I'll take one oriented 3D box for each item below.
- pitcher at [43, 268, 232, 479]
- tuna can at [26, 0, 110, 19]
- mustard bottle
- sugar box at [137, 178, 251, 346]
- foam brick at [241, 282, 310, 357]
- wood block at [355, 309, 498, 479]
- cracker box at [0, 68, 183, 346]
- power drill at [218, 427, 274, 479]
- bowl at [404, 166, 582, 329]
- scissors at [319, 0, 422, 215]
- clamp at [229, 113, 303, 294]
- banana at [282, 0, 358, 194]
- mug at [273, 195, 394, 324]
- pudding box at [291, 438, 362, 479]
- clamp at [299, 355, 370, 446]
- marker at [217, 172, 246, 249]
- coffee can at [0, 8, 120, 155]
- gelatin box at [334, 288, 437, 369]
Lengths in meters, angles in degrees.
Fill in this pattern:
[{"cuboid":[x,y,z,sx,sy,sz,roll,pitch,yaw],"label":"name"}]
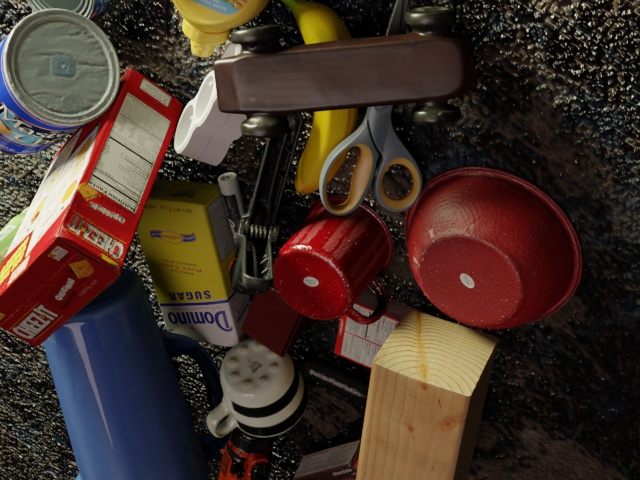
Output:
[{"cuboid":[-0.194,0.150,1.087,0.145,0.149,0.243,1,118,25],"label":"pitcher"},{"cuboid":[-0.229,-0.236,0.959,0.086,0.033,0.086,16,129,21],"label":"tuna can"},{"cuboid":[-0.079,-0.230,0.855,0.096,0.058,0.192,28,132,10],"label":"mustard bottle"},{"cuboid":[-0.128,0.024,1.079,0.093,0.048,0.176,7,124,27],"label":"sugar box"},{"cuboid":[-0.036,0.063,1.046,0.051,0.052,0.078,31,132,8],"label":"foam brick"},{"cuboid":[0.092,0.180,0.977,0.090,0.090,0.206,18,125,18],"label":"wood block"},{"cuboid":[-0.214,-0.030,0.976,0.072,0.213,0.164,32,136,-22],"label":"cracker box"},{"cuboid":[-0.056,0.273,1.143,0.185,0.057,0.188,105,152,-42],"label":"power drill"},{"cuboid":[0.136,0.020,0.907,0.162,0.055,0.162,17,129,21],"label":"bowl"},{"cuboid":[0.065,-0.102,0.881,0.096,0.016,0.202,19,116,-17],"label":"scissors"},{"cuboid":[-0.056,0.001,0.944,0.036,0.164,0.210,13,152,-7],"label":"clamp"},{"cuboid":[0.003,-0.119,0.904,0.070,0.037,0.198,26,133,37],"label":"banana"},{"cuboid":[0.016,0.027,0.967,0.093,0.081,0.117,-30,104,42],"label":"mug"},{"cuboid":[0.037,0.257,1.131,0.090,0.039,0.114,38,142,-17],"label":"pudding box"},{"cuboid":[0.066,0.175,1.076,0.172,0.039,0.120,8,137,30],"label":"clamp"},{"cuboid":[-0.077,-0.009,1.041,0.020,0.020,0.121,6,125,28],"label":"marker"},{"cuboid":[-0.257,-0.141,0.973,0.103,0.102,0.141,55,150,-14],"label":"coffee can"},{"cuboid":[0.062,0.090,1.021,0.089,0.030,0.073,21,129,17],"label":"gelatin box"}]
